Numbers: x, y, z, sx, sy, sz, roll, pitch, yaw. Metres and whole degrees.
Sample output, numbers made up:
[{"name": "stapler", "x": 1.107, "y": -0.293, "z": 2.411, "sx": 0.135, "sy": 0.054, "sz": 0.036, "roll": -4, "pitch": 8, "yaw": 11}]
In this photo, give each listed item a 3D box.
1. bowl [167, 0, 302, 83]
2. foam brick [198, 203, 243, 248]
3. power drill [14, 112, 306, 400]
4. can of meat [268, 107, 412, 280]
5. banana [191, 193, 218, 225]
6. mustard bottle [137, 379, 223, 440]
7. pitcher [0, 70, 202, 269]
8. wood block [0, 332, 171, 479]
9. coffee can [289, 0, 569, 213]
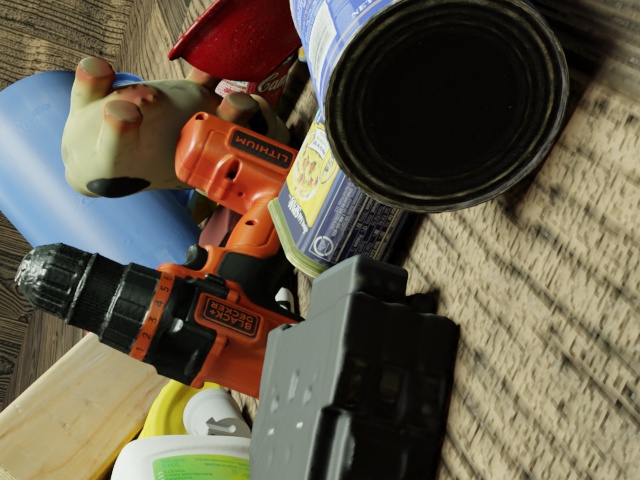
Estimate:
[{"name": "bowl", "x": -0.027, "y": -0.158, "z": 0.727, "sx": 0.162, "sy": 0.055, "sz": 0.162, "roll": -41, "pitch": 7, "yaw": 6}, {"name": "foam brick", "x": -0.055, "y": 0.001, "z": 0.786, "sx": 0.078, "sy": 0.053, "sz": 0.051, "roll": 125, "pitch": 155, "yaw": -47}, {"name": "power drill", "x": -0.074, "y": 0.003, "z": 0.659, "sx": 0.057, "sy": 0.184, "sz": 0.187, "roll": -56, "pitch": 15, "yaw": 43}, {"name": "can of meat", "x": 0.017, "y": -0.032, "z": 0.591, "sx": 0.084, "sy": 0.057, "sz": 0.102, "roll": -65, "pitch": 20, "yaw": 18}, {"name": "banana", "x": -0.104, "y": -0.033, "z": 0.989, "sx": 0.198, "sy": 0.037, "sz": 0.069, "roll": 156, "pitch": 124, "yaw": -64}, {"name": "mustard bottle", "x": -0.132, "y": 0.190, "z": 0.835, "sx": 0.096, "sy": 0.058, "sz": 0.192, "roll": -80, "pitch": 17, "yaw": -45}, {"name": "pitcher", "x": -0.175, "y": -0.026, "z": 0.898, "sx": 0.243, "sy": 0.144, "sz": 0.149, "roll": 47, "pitch": 122, "yaw": 21}, {"name": "wood block", "x": -0.198, "y": 0.154, "z": 0.871, "sx": 0.091, "sy": 0.090, "sz": 0.205, "roll": -56, "pitch": -5, "yaw": 36}, {"name": "coffee can", "x": 0.043, "y": -0.092, "z": 0.490, "sx": 0.140, "sy": 0.102, "sz": 0.103, "roll": -102, "pitch": 34, "yaw": -57}]
